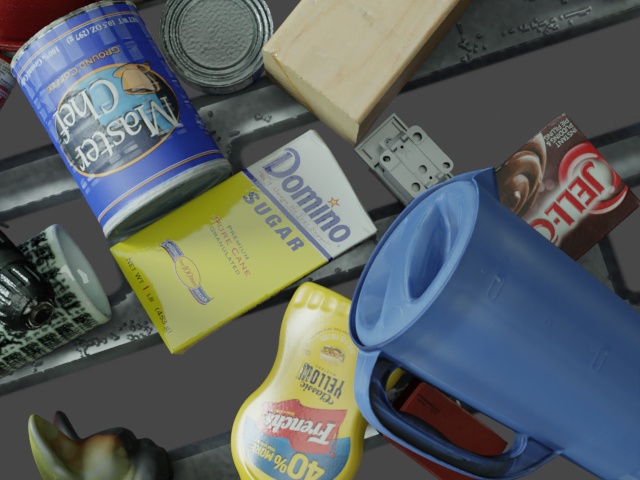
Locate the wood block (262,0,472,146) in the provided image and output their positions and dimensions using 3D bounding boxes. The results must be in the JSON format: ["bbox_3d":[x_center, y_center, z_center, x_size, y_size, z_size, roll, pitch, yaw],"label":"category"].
[{"bbox_3d":[0.056,-0.183,0.785,0.090,0.091,0.206,38,86,2],"label":"wood block"}]

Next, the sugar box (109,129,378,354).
[{"bbox_3d":[-0.055,0.001,0.791,0.176,0.048,0.093,-32,87,-2],"label":"sugar box"}]

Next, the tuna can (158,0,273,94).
[{"bbox_3d":[-0.078,-0.155,0.809,0.086,0.034,0.086,0,86,-1],"label":"tuna can"}]

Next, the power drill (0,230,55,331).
[{"bbox_3d":[-0.282,0.056,0.700,0.185,0.057,0.187,31,71,35],"label":"power drill"}]

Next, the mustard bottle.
[{"bbox_3d":[-0.011,0.133,0.774,0.096,0.058,0.191,25,86,11],"label":"mustard bottle"}]

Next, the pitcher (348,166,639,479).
[{"bbox_3d":[0.143,0.081,0.724,0.242,0.145,0.149,33,121,-17],"label":"pitcher"}]

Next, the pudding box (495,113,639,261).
[{"bbox_3d":[0.168,-0.025,0.800,0.113,0.039,0.090,-40,88,-3],"label":"pudding box"}]

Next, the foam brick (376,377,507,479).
[{"bbox_3d":[0.088,0.143,0.780,0.078,0.051,0.053,38,85,2],"label":"foam brick"}]

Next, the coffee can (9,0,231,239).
[{"bbox_3d":[-0.143,-0.086,0.767,0.103,0.103,0.140,-31,87,-3],"label":"coffee can"}]
